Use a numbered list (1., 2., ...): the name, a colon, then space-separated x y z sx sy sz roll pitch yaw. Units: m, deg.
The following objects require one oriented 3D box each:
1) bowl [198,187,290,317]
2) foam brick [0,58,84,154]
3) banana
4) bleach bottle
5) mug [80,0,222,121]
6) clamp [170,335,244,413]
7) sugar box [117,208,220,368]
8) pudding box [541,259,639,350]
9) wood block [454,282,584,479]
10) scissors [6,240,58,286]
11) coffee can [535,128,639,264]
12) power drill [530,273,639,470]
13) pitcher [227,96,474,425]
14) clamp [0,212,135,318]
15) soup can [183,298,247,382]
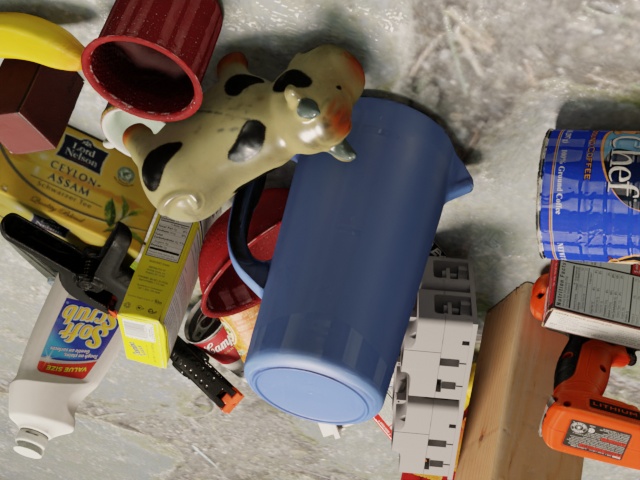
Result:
1. bowl: -0.056 0.001 0.990 0.055 0.161 0.162 52 155 18
2. foam brick: -0.248 -0.120 0.914 0.051 0.078 0.053 -4 144 28
3. banana: -0.273 -0.155 0.888 0.198 0.037 0.069 -10 97 28
4. bleach bottle: -0.252 0.110 1.119 0.102 0.250 0.068 27 148 -18
5. mug: -0.132 -0.148 0.808 0.117 0.081 0.093 -8 142 34
6. clamp: -0.150 0.143 1.254 0.210 0.036 0.164 36 171 40
7. sugar box: -0.137 0.019 0.989 0.048 0.176 0.093 12 148 3
8. pudding box: 0.254 0.043 0.926 0.113 0.090 0.039 13 149 5
9. wood block: 0.199 0.159 1.027 0.090 0.206 0.091 22 150 -9
10. scissors: -0.297 0.054 1.281 0.096 0.016 0.201 5 147 16
11. coffee can: 0.240 -0.032 0.799 0.140 0.102 0.102 4 147 21
12. power drill: 0.271 0.112 0.941 0.184 0.187 0.057 11 130 9
13. pitcher: 0.012 0.014 0.846 0.149 0.242 0.144 -17 135 43
14. clamp: -0.220 0.023 0.981 0.120 0.039 0.171 14 151 8
15. soup can: -0.098 0.113 1.229 0.069 0.068 0.102 -12 138 39
